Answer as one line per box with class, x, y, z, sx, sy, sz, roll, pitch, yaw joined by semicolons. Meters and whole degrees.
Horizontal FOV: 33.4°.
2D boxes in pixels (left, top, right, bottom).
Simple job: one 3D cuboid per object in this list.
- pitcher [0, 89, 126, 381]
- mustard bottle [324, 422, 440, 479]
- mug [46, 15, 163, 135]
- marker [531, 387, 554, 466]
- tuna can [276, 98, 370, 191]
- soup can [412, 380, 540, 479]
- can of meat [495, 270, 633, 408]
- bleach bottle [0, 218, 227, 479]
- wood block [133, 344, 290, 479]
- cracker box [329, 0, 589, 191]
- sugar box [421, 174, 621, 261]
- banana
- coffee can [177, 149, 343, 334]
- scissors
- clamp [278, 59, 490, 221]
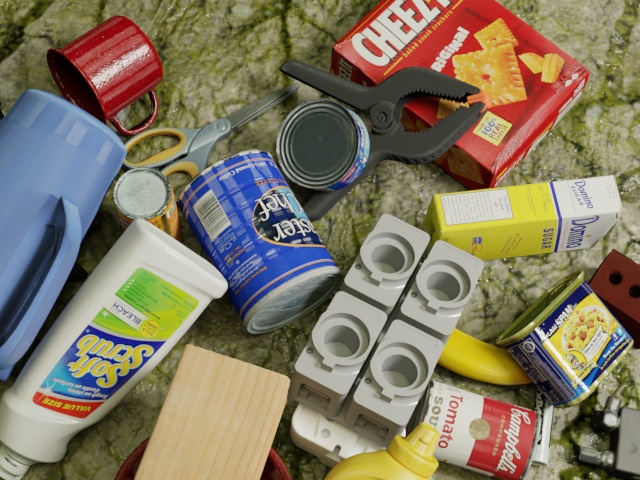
pitcher;-0.268;-0.005;0.936;0.149;0.145;0.243;29;80;1
mustard bottle;0.036;0.227;0.844;0.096;0.058;0.192;32;95;0
mug;-0.206;-0.162;1.068;0.081;0.093;0.117;-39;106;-23
marker;0.209;0.149;0.993;0.020;0.020;0.121;12;67;1
tuna can;0.003;-0.090;1.016;0.086;0.033;0.086;-2;84;24
soup can;0.137;0.171;0.954;0.102;0.068;0.068;16;67;4
can of meat;0.226;0.092;0.976;0.102;0.058;0.084;-39;89;-26
bleach bottle;-0.195;0.107;0.933;0.102;0.068;0.251;36;93;-25
wood block;-0.099;0.201;0.851;0.090;0.091;0.206;18;67;3
cracker box;0.141;-0.171;1.096;0.214;0.072;0.164;41;71;13
sugar box;0.189;-0.017;1.022;0.176;0.093;0.048;-5;68;-5
banana;0.113;0.080;1.007;0.198;0.037;0.069;42;71;13
coffee can;-0.057;0.001;0.994;0.102;0.103;0.140;-26;71;-14
scissors;-0.101;-0.094;1.079;0.201;0.016;0.096;-17;71;-10
clamp;0.057;-0.124;1.036;0.210;0.036;0.164;-18;80;17
